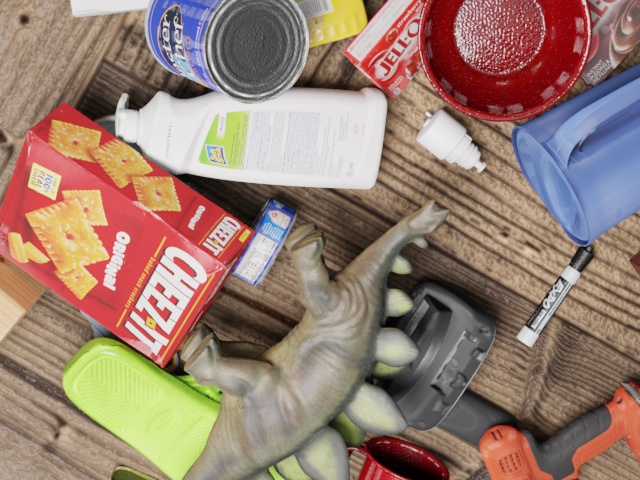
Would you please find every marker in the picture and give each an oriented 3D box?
[{"bbox_3d":[0.246,0.056,1.109,0.020,0.020,0.121,32,98,-8],"label":"marker"}]

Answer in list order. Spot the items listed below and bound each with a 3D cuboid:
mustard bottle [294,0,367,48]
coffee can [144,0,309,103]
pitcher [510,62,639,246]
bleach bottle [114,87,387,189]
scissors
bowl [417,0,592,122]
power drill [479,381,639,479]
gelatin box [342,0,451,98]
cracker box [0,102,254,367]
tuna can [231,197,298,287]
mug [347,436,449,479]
[{"bbox_3d":[-0.024,-0.280,1.015,0.096,0.058,0.191,-16,101,-1],"label":"mustard bottle"},{"bbox_3d":[-0.088,-0.188,0.973,0.102,0.140,0.103,-11,113,-27],"label":"coffee can"},{"bbox_3d":[0.315,-0.112,1.016,0.243,0.149,0.145,-31,110,-2],"label":"pitcher"},{"bbox_3d":[-0.068,-0.107,1.018,0.250,0.068,0.102,4,102,-15],"label":"bleach bottle"},{"bbox_3d":[-0.241,0.089,1.097,0.201,0.016,0.096,33,98,-8],"label":"scissors"},{"bbox_3d":[0.172,-0.196,1.010,0.162,0.055,0.162,1,108,4],"label":"bowl"},{"bbox_3d":[0.275,0.244,1.119,0.187,0.057,0.184,-26,116,-1],"label":"power drill"},{"bbox_3d":[0.075,-0.191,1.031,0.089,0.030,0.073,-49,141,6],"label":"gelatin box"},{"bbox_3d":[-0.193,-0.001,1.001,0.213,0.072,0.164,35,130,1],"label":"cracker box"},{"bbox_3d":[-0.057,0.001,1.053,0.033,0.086,0.086,30,98,-6],"label":"tuna can"},{"bbox_3d":[0.067,0.258,1.111,0.117,0.093,0.081,26,105,24],"label":"mug"}]
